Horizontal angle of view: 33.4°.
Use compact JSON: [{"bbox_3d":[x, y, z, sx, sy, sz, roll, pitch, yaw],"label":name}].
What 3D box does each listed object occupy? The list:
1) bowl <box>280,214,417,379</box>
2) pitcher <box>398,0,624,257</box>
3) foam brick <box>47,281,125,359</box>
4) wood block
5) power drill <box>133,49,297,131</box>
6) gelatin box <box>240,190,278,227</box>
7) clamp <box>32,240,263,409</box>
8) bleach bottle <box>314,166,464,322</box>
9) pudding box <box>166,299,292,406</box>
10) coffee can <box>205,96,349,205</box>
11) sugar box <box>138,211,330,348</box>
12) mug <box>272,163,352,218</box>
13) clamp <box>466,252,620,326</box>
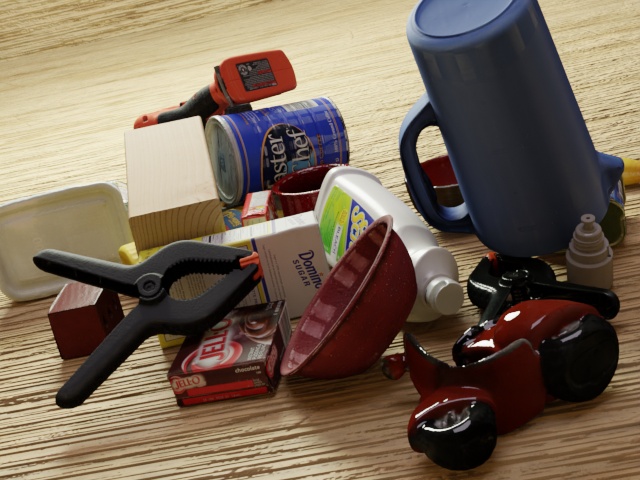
[{"bbox_3d":[0.033,0.059,0.891,0.162,0.055,0.162,-54,8,11],"label":"bowl"},{"bbox_3d":[0.153,-0.106,0.935,0.149,0.242,0.145,-46,41,-19],"label":"pitcher"},{"bbox_3d":[-0.236,0.076,1.079,0.051,0.053,0.078,-11,21,6],"label":"foam brick"},{"bbox_3d":[-0.153,-0.044,1.128,0.090,0.090,0.206,-12,31,-5],"label":"wood block"},{"bbox_3d":[-0.114,-0.169,1.305,0.184,0.057,0.188,-23,-2,-43],"label":"power drill"},{"bbox_3d":[-0.057,0.001,1.112,0.030,0.089,0.073,-9,21,6],"label":"gelatin box"},{"bbox_3d":[-0.158,0.045,0.962,0.210,0.036,0.165,-23,58,-7],"label":"clamp"},{"bbox_3d":[0.067,0.006,1.010,0.068,0.102,0.251,11,12,-25],"label":"bleach bottle"},{"bbox_3d":[-0.077,0.098,0.945,0.090,0.039,0.113,-10,20,12],"label":"pudding box"},{"bbox_3d":[-0.051,-0.105,1.235,0.140,0.103,0.103,-14,19,-22],"label":"coffee can"},{"bbox_3d":[-0.079,0.037,1.029,0.176,0.093,0.048,-13,21,-2],"label":"sugar box"},{"bbox_3d":[0.012,-0.032,1.165,0.117,0.081,0.093,-6,22,19],"label":"mug"},{"bbox_3d":[0.165,0.050,0.924,0.120,0.039,0.172,-11,14,-14],"label":"clamp"}]
